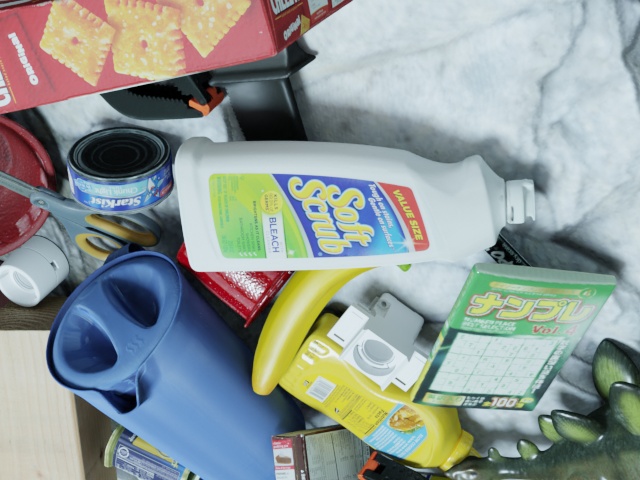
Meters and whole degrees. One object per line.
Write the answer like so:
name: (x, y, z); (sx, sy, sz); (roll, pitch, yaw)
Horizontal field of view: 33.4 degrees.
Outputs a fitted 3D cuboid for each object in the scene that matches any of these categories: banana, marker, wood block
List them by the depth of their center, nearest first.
marker: (0.145, 0.016, 0.811); (0.121, 0.020, 0.020); (45, 133, -10)
banana: (-0.004, 0.048, 0.865); (0.037, 0.069, 0.198); (22, 130, -29)
wood block: (-0.265, 0.166, 1.052); (0.090, 0.090, 0.206); (0, 107, 9)

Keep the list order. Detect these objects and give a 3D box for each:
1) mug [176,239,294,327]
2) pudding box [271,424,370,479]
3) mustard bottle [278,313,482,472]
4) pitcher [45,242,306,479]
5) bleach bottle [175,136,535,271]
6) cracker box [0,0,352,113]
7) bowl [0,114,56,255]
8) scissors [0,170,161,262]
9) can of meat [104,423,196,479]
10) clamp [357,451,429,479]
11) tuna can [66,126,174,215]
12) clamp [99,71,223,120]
mug: (-0.056, 0.001, 0.871); (0.081, 0.093, 0.117); (39, 103, 2)
pudding box: (0.005, 0.213, 0.959); (0.039, 0.113, 0.090); (-12, 80, 31)
mustard bottle: (0.061, 0.146, 0.932); (0.191, 0.058, 0.096); (34, 137, 0)
pitcher: (-0.115, 0.120, 0.938); (0.145, 0.149, 0.242); (12, 152, 41)
bleach bottle: (0.027, -0.031, 0.772); (0.251, 0.068, 0.102); (-3, 109, 10)
cracker box: (-0.104, -0.151, 0.694); (0.214, 0.164, 0.072); (-7, 111, 22)
bowl: (-0.319, -0.059, 0.949); (0.162, 0.055, 0.162); (-10, 129, -13)
scissors: (-0.242, -0.026, 0.950); (0.201, 0.016, 0.096); (18, 145, -10)
can of meat: (-0.152, 0.193, 1.056); (0.084, 0.102, 0.057); (23, 137, 7)
clamp: (0.111, 0.249, 0.933); (0.172, 0.039, 0.120); (31, 150, 24)
tuna can: (-0.164, -0.059, 0.875); (0.086, 0.086, 0.034); (15, 129, 18)
clamp: (-0.170, -0.161, 0.832); (0.210, 0.036, 0.165); (23, 129, 11)
